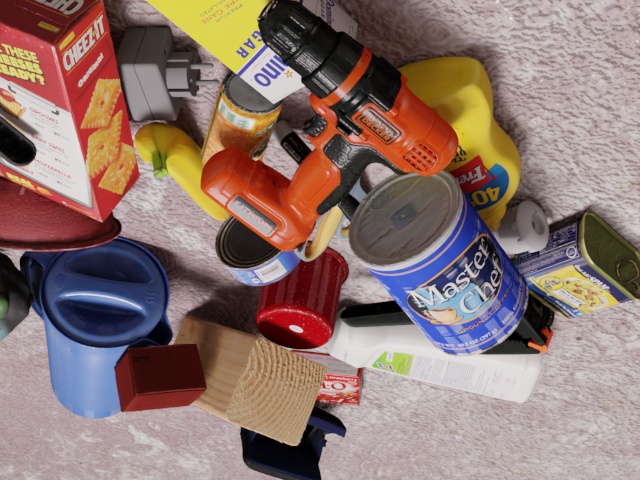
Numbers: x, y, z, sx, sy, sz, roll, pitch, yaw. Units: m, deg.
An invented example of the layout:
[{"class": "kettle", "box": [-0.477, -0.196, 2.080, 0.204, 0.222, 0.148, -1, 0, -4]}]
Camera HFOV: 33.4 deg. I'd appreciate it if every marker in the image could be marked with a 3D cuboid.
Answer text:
[{"class": "marker", "box": [0.000, -0.058, 0.933, 0.121, 0.020, 0.020, 48, 147, 17]}]

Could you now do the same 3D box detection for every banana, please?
[{"class": "banana", "box": [-0.127, -0.066, 0.962, 0.037, 0.069, 0.197, -16, 168, 10]}]

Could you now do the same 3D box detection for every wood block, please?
[{"class": "wood block", "box": [-0.090, 0.149, 1.161, 0.090, 0.090, 0.206, 26, 170, -26]}]

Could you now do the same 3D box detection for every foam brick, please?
[{"class": "foam brick", "box": [-0.165, 0.141, 1.100, 0.078, 0.053, 0.051, -1, 152, -28]}]

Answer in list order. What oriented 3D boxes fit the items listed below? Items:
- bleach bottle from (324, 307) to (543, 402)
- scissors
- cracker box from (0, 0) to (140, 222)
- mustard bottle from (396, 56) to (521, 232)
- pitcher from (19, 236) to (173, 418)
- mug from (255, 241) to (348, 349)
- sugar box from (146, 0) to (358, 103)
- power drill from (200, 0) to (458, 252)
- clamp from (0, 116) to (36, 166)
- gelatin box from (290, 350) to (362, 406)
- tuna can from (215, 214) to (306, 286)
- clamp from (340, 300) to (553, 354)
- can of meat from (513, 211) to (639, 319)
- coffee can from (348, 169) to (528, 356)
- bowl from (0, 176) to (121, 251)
[{"class": "bleach bottle", "box": [0.110, 0.113, 1.166, 0.251, 0.068, 0.103, 10, 145, 4]}, {"class": "scissors", "box": [0.038, -0.061, 0.972, 0.096, 0.016, 0.202, -11, 139, -51]}, {"class": "cracker box", "box": [-0.245, -0.129, 0.884, 0.164, 0.072, 0.214, 24, 147, 16]}, {"class": "mustard bottle", "box": [0.119, -0.070, 0.915, 0.096, 0.058, 0.191, -10, 140, 22]}, {"class": "pitcher", "box": [-0.255, 0.102, 1.199, 0.144, 0.149, 0.243, -7, 152, -19]}, {"class": "mug", "box": [-0.023, 0.066, 1.117, 0.093, 0.081, 0.117, 11, 144, -2]}, {"class": "sugar box", "box": [-0.063, -0.184, 0.815, 0.094, 0.048, 0.176, -25, 130, 37]}, {"class": "power drill", "box": [-0.014, -0.082, 0.841, 0.184, 0.057, 0.188, 38, 132, -17]}, {"class": "clamp", "box": [-0.298, -0.130, 0.824, 0.171, 0.039, 0.120, 27, 145, 13]}, {"class": "gelatin box", "box": [0.005, 0.168, 1.292, 0.089, 0.030, 0.073, 5, 144, 7]}, {"class": "tuna can", "box": [-0.057, 0.001, 1.033, 0.086, 0.086, 0.033, -8, 141, 24]}, {"class": "clamp", "box": [0.123, 0.048, 1.025, 0.210, 0.036, 0.165, 18, 130, 16]}, {"class": "can of meat", "box": [0.247, 0.028, 1.018, 0.102, 0.057, 0.084, 35, 140, -30]}, {"class": "coffee can", "box": [0.102, 0.019, 0.906, 0.103, 0.102, 0.140, -14, 136, 30]}, {"class": "bowl", "box": [-0.268, -0.039, 1.011, 0.162, 0.162, 0.055, 7, 107, 4]}]
